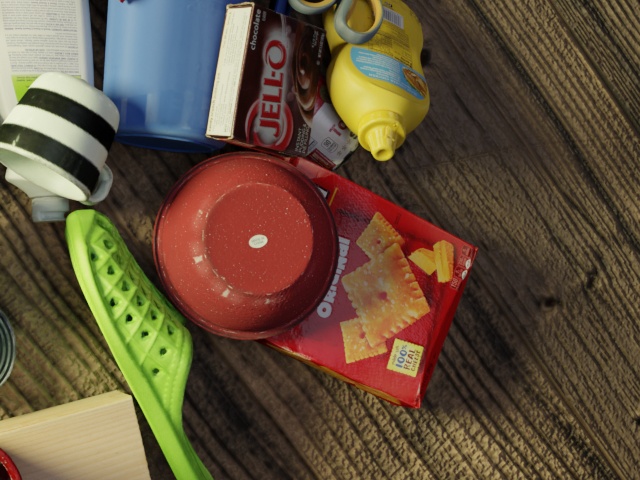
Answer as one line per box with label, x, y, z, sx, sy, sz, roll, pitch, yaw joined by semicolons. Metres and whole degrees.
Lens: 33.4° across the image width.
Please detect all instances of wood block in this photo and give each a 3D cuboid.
wood block;-0.247;0.191;0.853;0.205;0.090;0.091;-13;90;-20

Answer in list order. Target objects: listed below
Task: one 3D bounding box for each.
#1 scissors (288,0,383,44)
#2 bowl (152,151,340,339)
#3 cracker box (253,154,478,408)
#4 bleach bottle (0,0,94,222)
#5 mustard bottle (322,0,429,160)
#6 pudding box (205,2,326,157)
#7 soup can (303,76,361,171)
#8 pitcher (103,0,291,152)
scissors;0.021;-0.253;0.980;0.096;0.016;0.201;13;49;-11
bowl;-0.056;0.001;0.883;0.162;0.055;0.162;1;84;-13
cracker box;0.019;0.036;0.970;0.213;0.072;0.164;27;77;-15
bleach bottle;-0.243;-0.140;0.896;0.102;0.068;0.251;-3;89;-20
mustard bottle;0.051;-0.145;0.953;0.096;0.058;0.191;21;44;-24
pudding box;-0.044;-0.131;0.887;0.089;0.039;0.113;9;88;-49
soup can;-0.012;-0.116;0.973;0.102;0.069;0.068;39;74;-13
pitcher;-0.111;-0.200;0.917;0.149;0.145;0.243;5;87;15
